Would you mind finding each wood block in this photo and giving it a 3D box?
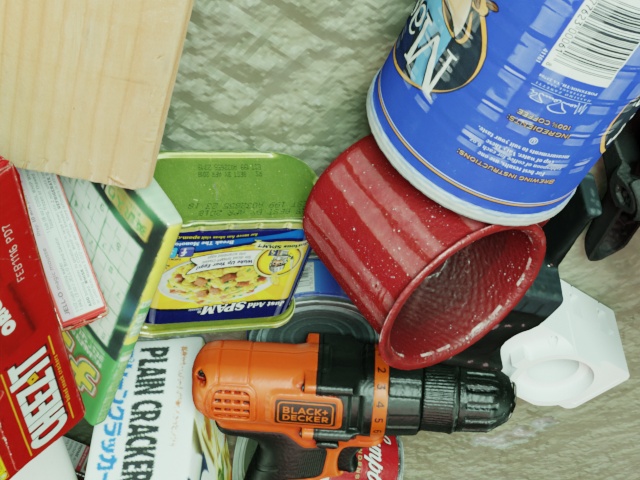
[{"bbox_3d":[-0.086,-0.125,0.393,0.090,0.090,0.206,11,138,-12],"label":"wood block"}]

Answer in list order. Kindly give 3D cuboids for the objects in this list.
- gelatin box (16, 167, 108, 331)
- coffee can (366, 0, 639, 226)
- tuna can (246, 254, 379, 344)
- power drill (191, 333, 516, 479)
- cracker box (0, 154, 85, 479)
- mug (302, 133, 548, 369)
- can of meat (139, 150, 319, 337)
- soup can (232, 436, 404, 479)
[{"bbox_3d":[-0.147,0.005,0.532,0.030,0.089,0.073,-24,-175,-39],"label":"gelatin box"},{"bbox_3d":[0.091,-0.089,0.429,0.102,0.103,0.140,13,137,-16],"label":"coffee can"},{"bbox_3d":[-0.002,0.048,0.638,0.086,0.033,0.086,-1,139,-1],"label":"tuna can"},{"bbox_3d":[0.015,0.140,0.644,0.184,0.057,0.188,5,122,2],"label":"power drill"},{"bbox_3d":[-0.202,-0.010,0.451,0.214,0.072,0.164,33,147,25],"label":"cracker box"},{"bbox_3d":[0.054,-0.006,0.506,0.117,0.082,0.093,-31,147,-12],"label":"mug"},{"bbox_3d":[-0.054,0.001,0.554,0.102,0.057,0.084,-2,139,-23],"label":"can of meat"},{"bbox_3d":[-0.003,0.153,0.734,0.102,0.068,0.069,14,137,-17],"label":"soup can"}]
